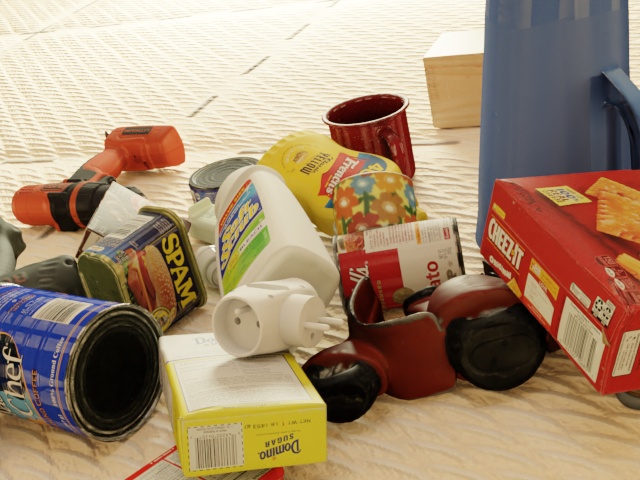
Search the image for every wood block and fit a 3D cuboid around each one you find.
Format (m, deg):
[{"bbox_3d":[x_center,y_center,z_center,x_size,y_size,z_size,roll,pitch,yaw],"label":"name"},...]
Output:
[{"bbox_3d":[0.231,-0.188,1.207,0.206,0.090,0.090,-1,28,24],"label":"wood block"}]

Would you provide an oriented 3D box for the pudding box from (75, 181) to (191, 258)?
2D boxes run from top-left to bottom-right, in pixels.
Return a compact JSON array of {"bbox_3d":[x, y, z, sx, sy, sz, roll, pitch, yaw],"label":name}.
[{"bbox_3d":[-0.178,-0.002,1.024,0.090,0.039,0.113,27,27,-10],"label":"pudding box"}]

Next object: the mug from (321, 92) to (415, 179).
[{"bbox_3d":[0.059,-0.097,1.108,0.093,0.081,0.117,-21,26,-17],"label":"mug"}]

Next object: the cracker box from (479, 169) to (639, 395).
[{"bbox_3d":[0.241,0.014,0.716,0.213,0.072,0.164,-6,33,-19],"label":"cracker box"}]

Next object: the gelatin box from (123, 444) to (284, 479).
[{"bbox_3d":[-0.075,0.163,0.691,0.089,0.030,0.073,13,34,44],"label":"gelatin box"}]

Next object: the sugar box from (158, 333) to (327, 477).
[{"bbox_3d":[-0.059,0.106,0.735,0.093,0.048,0.176,-3,9,-12],"label":"sugar box"}]

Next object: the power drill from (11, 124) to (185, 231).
[{"bbox_3d":[-0.237,-0.073,1.230,0.185,0.057,0.187,2,29,30],"label":"power drill"}]

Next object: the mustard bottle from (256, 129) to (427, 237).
[{"bbox_3d":[0.025,-0.047,1.030,0.192,0.058,0.096,24,55,39],"label":"mustard bottle"}]

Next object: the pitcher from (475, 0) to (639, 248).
[{"bbox_3d":[0.198,-0.103,0.866,0.149,0.243,0.145,1,26,13],"label":"pitcher"}]

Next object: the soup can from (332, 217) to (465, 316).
[{"bbox_3d":[0.066,0.021,0.875,0.102,0.068,0.068,-9,25,6],"label":"soup can"}]

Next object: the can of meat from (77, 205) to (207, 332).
[{"bbox_3d":[-0.154,0.034,0.917,0.058,0.102,0.083,8,34,38],"label":"can of meat"}]

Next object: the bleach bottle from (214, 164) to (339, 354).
[{"bbox_3d":[-0.056,0.001,0.932,0.103,0.068,0.251,-54,25,12],"label":"bleach bottle"}]

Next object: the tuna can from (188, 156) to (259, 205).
[{"bbox_3d":[-0.100,-0.060,1.166,0.086,0.034,0.086,-11,25,5],"label":"tuna can"}]

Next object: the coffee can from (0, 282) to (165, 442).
[{"bbox_3d":[-0.203,0.091,0.819,0.141,0.103,0.102,6,31,35],"label":"coffee can"}]
